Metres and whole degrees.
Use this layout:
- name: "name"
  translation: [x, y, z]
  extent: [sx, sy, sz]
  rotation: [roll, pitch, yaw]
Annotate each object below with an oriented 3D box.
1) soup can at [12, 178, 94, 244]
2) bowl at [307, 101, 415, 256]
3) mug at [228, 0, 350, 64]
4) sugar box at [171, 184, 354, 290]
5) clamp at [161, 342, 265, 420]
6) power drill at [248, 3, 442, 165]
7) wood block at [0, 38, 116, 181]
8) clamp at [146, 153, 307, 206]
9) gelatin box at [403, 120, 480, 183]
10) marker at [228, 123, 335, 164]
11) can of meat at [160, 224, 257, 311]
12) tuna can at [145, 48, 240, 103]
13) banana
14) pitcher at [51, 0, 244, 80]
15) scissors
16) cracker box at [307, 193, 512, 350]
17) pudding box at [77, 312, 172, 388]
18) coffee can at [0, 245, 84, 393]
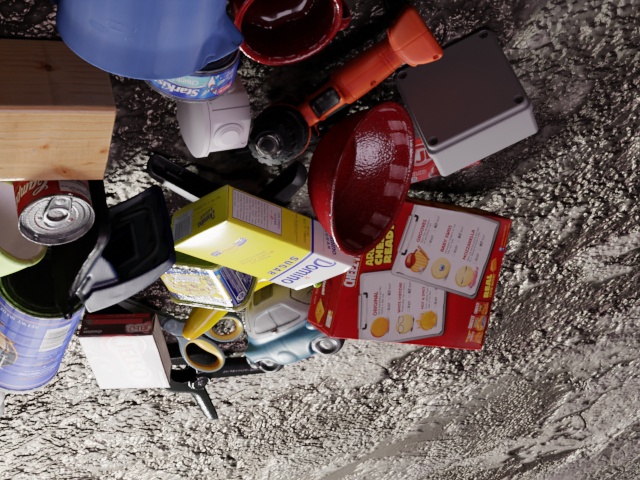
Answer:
- name: "soup can"
  translation: [-0.250, -0.056, 0.985]
  extent: [0.068, 0.102, 0.068]
  rotation: [-13, 145, -9]
- name: "bowl"
  translation: [0.034, -0.068, 1.082]
  extent: [0.161, 0.055, 0.162]
  rotation: [-36, 136, -45]
- name: "mug"
  translation: [-0.026, -0.208, 0.904]
  extent: [0.117, 0.081, 0.093]
  rotation: [5, 138, -31]
- name: "sugar box"
  translation: [-0.057, 0.002, 1.094]
  extent: [0.176, 0.048, 0.094]
  rotation: [23, 147, -38]
- name: "clamp"
  translation: [-0.162, 0.183, 1.399]
  extent: [0.171, 0.039, 0.120]
  rotation: [20, 113, -36]
- name: "power drill"
  translation: [0.020, -0.139, 0.969]
  extent: [0.188, 0.184, 0.057]
  rotation: [-32, 100, 13]
- name: "wood block"
  translation: [-0.287, -0.111, 0.904]
  extent: [0.205, 0.091, 0.090]
  rotation: [-2, 141, -23]
- name: "clamp"
  translation: [-0.070, -0.031, 1.125]
  extent: [0.165, 0.036, 0.210]
  rotation: [2, 154, 19]
- name: "gelatin box"
  translation: [0.131, -0.104, 1.164]
  extent: [0.089, 0.030, 0.073]
  rotation: [-16, 145, -6]
- name: "marker"
  translation: [-0.035, -0.100, 1.101]
  extent: [0.121, 0.020, 0.020]
  rotation: [-14, 145, -8]
- name: "can of meat"
  translation: [-0.131, 0.029, 1.171]
  extent: [0.102, 0.057, 0.084]
  rotation: [6, 148, 21]
- name: "tuna can"
  translation: [-0.113, -0.160, 0.925]
  extent: [0.086, 0.086, 0.034]
  rotation: [-3, 140, -22]
- name: "banana"
  translation: [-0.085, 0.054, 1.243]
  extent: [0.198, 0.069, 0.037]
  rotation: [-26, 130, 27]
- name: "pitcher"
  translation: [-0.127, -0.251, 0.775]
  extent: [0.149, 0.145, 0.243]
  rotation: [-14, 143, -29]
- name: "scissors"
  translation: [-0.165, 0.092, 1.297]
  extent: [0.096, 0.016, 0.201]
  rotation: [-39, 132, -2]
- name: "cracker box"
  translation: [0.104, 0.033, 1.232]
  extent: [0.213, 0.072, 0.164]
  rotation: [8, 99, -29]
- name: "pudding box"
  translation: [-0.231, 0.133, 1.278]
  extent: [0.090, 0.039, 0.113]
  rotation: [-1, 141, 6]
- name: "coffee can"
  translation: [-0.313, 0.084, 1.143]
  extent: [0.102, 0.103, 0.140]
  rotation: [3, 139, -29]
